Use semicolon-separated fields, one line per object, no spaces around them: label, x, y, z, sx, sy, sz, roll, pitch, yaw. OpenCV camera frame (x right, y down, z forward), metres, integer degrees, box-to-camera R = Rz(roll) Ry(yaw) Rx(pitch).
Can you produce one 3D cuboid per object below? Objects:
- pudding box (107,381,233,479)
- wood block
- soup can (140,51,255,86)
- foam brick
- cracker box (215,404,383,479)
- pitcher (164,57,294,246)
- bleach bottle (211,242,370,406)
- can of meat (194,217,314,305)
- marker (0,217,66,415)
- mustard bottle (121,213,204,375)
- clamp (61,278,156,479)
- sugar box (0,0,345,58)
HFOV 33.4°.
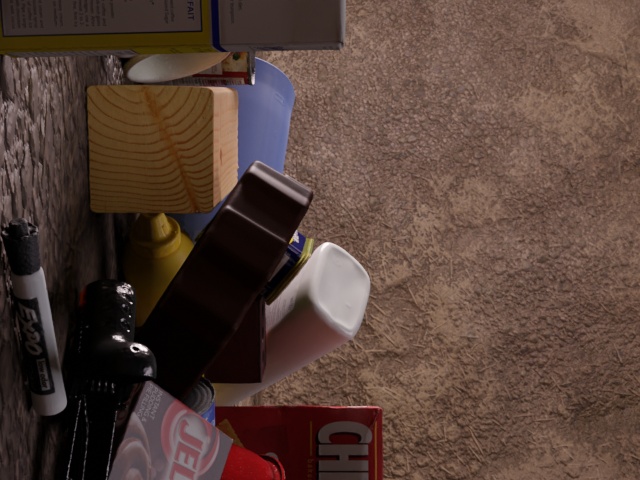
pudding box;-0.111;0.157;0.684;0.090;0.039;0.113;43;53;-36
wood block;-0.117;-0.077;0.844;0.206;0.090;0.091;-89;180;-82
soup can;-0.110;-0.171;0.943;0.068;0.102;0.068;3;87;-89
foam brick;-0.075;0.082;0.940;0.053;0.051;0.078;-85;175;-78
cracker box;-0.053;0.222;0.904;0.072;0.213;0.164;86;4;-80
pitcher;-0.106;-0.063;1.067;0.145;0.149;0.243;119;-22;-57
bleach bottle;-0.064;0.104;1.043;0.251;0.068;0.102;-35;-157;35
can of meat;-0.056;0.001;0.919;0.057;0.084;0.102;-49;-175;9
marker;-0.153;0.042;0.573;0.020;0.020;0.121;-89;179;-59
mustard bottle;-0.132;0.046;0.902;0.096;0.058;0.192;-82;174;-46
clamp;-0.126;0.077;0.622;0.210;0.036;0.165;-103;-149;-54
sugar box;-0.075;-0.141;0.537;0.048;0.176;0.093;-82;172;-84
